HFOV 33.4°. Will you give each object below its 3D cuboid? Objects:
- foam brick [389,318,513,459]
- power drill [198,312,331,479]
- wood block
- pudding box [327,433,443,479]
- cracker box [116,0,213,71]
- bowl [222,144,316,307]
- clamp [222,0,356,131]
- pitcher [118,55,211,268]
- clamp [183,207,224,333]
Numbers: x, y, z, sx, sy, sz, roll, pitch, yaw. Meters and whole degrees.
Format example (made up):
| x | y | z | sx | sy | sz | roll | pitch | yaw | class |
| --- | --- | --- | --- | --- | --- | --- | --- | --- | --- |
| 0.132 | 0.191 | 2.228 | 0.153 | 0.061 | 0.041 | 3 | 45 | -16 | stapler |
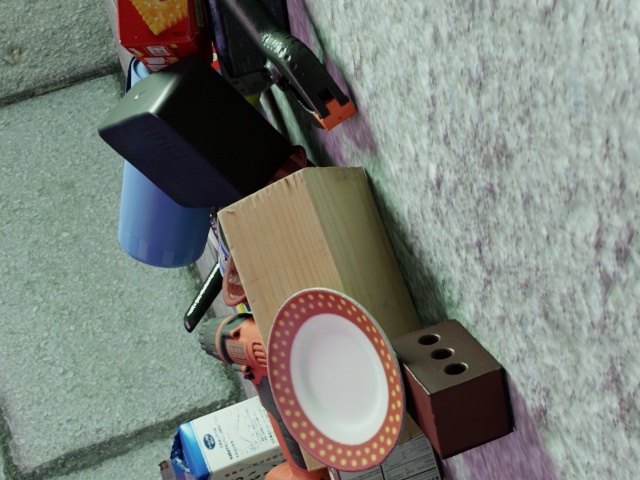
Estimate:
| x | y | z | sx | sy | sz | roll | pitch | yaw | class |
| --- | --- | --- | --- | --- | --- | --- | --- | --- | --- |
| 0.083 | 0.094 | 0.692 | 0.078 | 0.053 | 0.051 | -132 | 25 | -63 | foam brick |
| -0.047 | 0.157 | 0.992 | 0.185 | 0.057 | 0.187 | -3 | 108 | 64 | power drill |
| 0.011 | 0.056 | 0.807 | 0.090 | 0.091 | 0.206 | -8 | -104 | -58 | wood block |
| 0.046 | 0.166 | 0.911 | 0.039 | 0.090 | 0.113 | -158 | 51 | -74 | pudding box |
| -0.142 | -0.272 | 0.976 | 0.164 | 0.072 | 0.214 | -39 | -54 | -89 | cracker box |
| -0.031 | -0.004 | 0.981 | 0.162 | 0.055 | 0.162 | -55 | 20 | 31 | bowl |
| -0.030 | -0.146 | 0.840 | 0.120 | 0.039 | 0.172 | 51 | 177 | -39 | clamp |
| -0.177 | -0.098 | 1.263 | 0.149 | 0.145 | 0.243 | -87 | 10 | -59 | pitcher |
| -0.069 | 0.008 | 1.225 | 0.036 | 0.164 | 0.210 | 149 | 126 | -69 | clamp |
